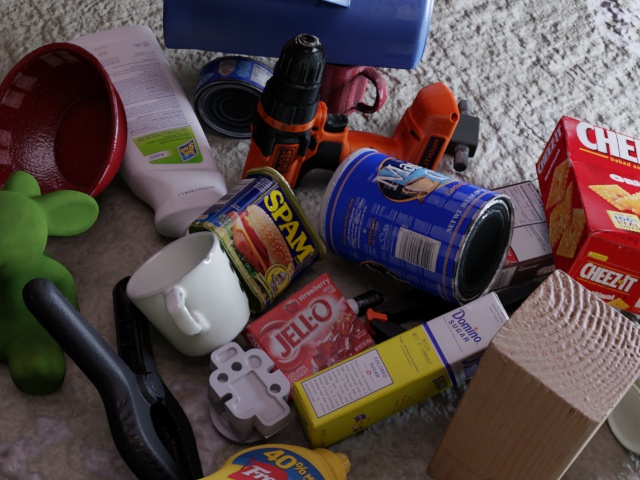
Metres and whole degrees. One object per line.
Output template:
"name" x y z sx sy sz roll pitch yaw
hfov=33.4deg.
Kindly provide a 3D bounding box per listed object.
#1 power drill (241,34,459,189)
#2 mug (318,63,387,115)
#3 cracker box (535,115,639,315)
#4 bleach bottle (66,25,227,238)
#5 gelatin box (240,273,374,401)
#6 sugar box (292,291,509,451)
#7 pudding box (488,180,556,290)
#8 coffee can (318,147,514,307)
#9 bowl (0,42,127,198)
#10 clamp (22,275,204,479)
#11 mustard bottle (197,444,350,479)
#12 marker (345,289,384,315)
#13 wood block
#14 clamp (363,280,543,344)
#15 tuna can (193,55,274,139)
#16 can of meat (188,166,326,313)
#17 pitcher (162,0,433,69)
"power drill" 0.029 -0.110 0.983 0.187 0.185 0.057 0 50 -21
"mug" 0.019 -0.171 1.077 0.117 0.081 0.093 36 56 17
"cracker box" 0.292 -0.018 0.970 0.164 0.072 0.213 17 35 -6
"bleach bottle" -0.160 -0.089 1.002 0.102 0.068 0.251 -18 61 -18
"gelatin box" -0.011 0.082 0.900 0.089 0.030 0.073 -33 84 -24
"sugar box" 0.065 0.107 0.852 0.176 0.093 0.048 -22 69 -9
"pudding box" 0.169 -0.004 1.008 0.113 0.039 0.090 -13 55 -21
"coffee can" 0.084 -0.013 0.935 0.140 0.103 0.102 22 51 30
"bowl" -0.228 -0.094 0.965 0.162 0.162 0.055 51 20 25
"clamp" -0.148 0.114 0.815 0.036 0.164 0.210 -29 75 14
"mustard bottle" -0.041 0.198 0.786 0.096 0.058 0.191 33 29 28
"marker" 0.002 0.068 0.938 0.121 0.020 0.020 -19 59 -21
"wood block" 0.159 0.129 0.802 0.091 0.206 0.090 38 57 18
"clamp" 0.125 0.089 0.932 0.171 0.039 0.120 -2 50 -3
"tuna can" -0.079 -0.137 1.034 0.086 0.086 0.033 11 54 -2
"can of meat" -0.056 0.001 0.932 0.083 0.058 0.102 -43 114 -29
"pitcher" -0.021 -0.225 0.974 0.243 0.145 0.149 8 51 0
